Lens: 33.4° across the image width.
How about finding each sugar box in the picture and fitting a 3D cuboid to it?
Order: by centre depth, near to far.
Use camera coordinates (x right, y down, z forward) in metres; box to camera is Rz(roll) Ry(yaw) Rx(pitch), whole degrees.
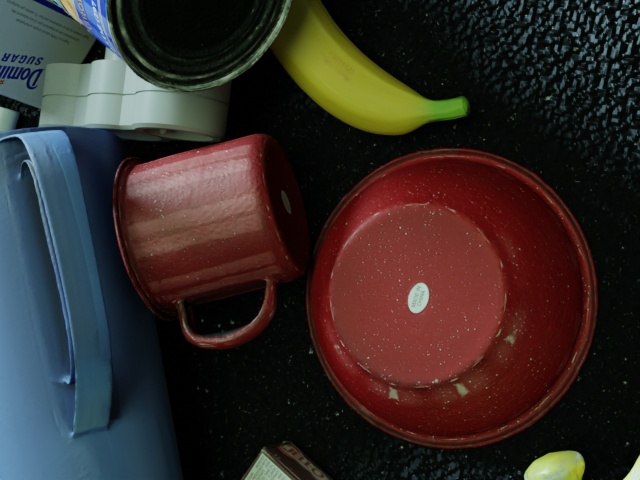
[{"bbox_3d":[-0.157,-0.169,0.635,0.048,0.093,0.176,42,102,27],"label":"sugar box"}]

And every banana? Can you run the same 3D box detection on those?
[{"bbox_3d":[-0.003,-0.126,0.582,0.070,0.037,0.198,-40,87,20],"label":"banana"}]

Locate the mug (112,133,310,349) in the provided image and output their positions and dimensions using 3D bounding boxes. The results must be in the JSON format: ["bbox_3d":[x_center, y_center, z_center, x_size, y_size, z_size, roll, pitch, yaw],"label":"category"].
[{"bbox_3d":[-0.054,0.001,0.576,0.081,0.093,0.117,-14,67,13],"label":"mug"}]

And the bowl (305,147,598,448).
[{"bbox_3d":[0.057,0.028,0.548,0.162,0.055,0.162,-2,85,23],"label":"bowl"}]

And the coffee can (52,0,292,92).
[{"bbox_3d":[-0.093,-0.150,0.546,0.140,0.102,0.103,41,102,41],"label":"coffee can"}]

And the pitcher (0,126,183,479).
[{"bbox_3d":[-0.145,0.064,0.582,0.145,0.149,0.243,-18,79,16],"label":"pitcher"}]
